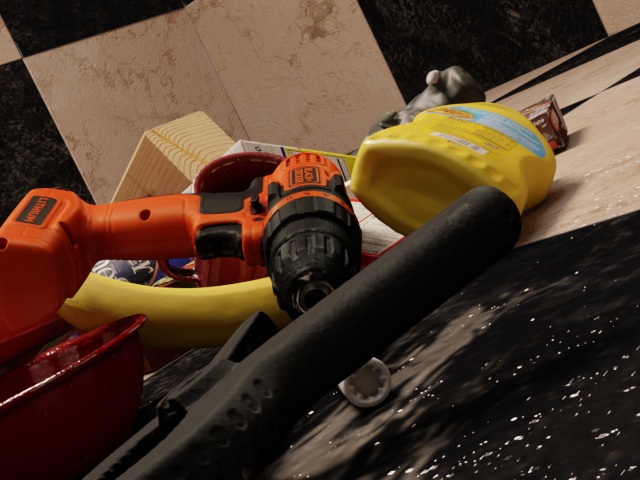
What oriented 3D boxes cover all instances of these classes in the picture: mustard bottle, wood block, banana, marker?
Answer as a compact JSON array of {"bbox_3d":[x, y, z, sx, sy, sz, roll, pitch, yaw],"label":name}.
[{"bbox_3d":[0.096,-0.049,0.667,0.096,0.058,0.191,22,24,17],"label":"mustard bottle"},{"bbox_3d":[-0.156,-0.017,1.077,0.090,0.091,0.206,-30,-20,-49],"label":"wood block"},{"bbox_3d":[-0.088,0.036,0.656,0.197,0.069,0.037,7,-30,-1],"label":"banana"},{"bbox_3d":[0.008,0.051,0.457,0.020,0.020,0.121,-27,5,-7],"label":"marker"}]

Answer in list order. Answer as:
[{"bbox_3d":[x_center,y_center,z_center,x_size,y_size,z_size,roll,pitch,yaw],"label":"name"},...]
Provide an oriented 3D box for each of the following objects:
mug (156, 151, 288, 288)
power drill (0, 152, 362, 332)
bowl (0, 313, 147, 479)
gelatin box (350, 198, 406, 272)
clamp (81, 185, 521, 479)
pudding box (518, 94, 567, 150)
[{"bbox_3d":[-0.055,0.001,0.724,0.117,0.081,0.093,-11,44,-23],"label":"mug"},{"bbox_3d":[-0.071,0.005,0.565,0.187,0.057,0.184,-5,18,1],"label":"power drill"},{"bbox_3d":[-0.153,0.099,0.564,0.162,0.055,0.162,-26,5,2],"label":"bowl"},{"bbox_3d":[0.025,0.004,0.654,0.073,0.030,0.089,8,25,31],"label":"gelatin box"},{"bbox_3d":[-0.025,0.056,0.360,0.165,0.036,0.209,-34,5,41],"label":"clamp"},{"bbox_3d":[0.168,-0.087,0.934,0.090,0.039,0.113,-26,4,20],"label":"pudding box"}]
